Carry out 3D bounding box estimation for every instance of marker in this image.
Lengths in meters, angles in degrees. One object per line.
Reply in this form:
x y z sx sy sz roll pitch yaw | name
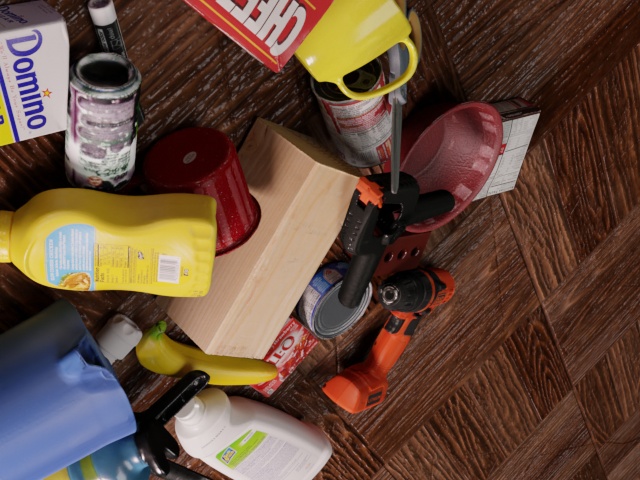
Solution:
-0.159 -0.137 0.838 0.020 0.020 0.121 -33 142 -22 | marker

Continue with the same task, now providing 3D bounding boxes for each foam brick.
0.074 0.002 1.187 0.078 0.051 0.053 -10 130 -42 | foam brick

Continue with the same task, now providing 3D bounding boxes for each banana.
-0.124 0.122 1.076 0.197 0.070 0.037 28 60 -53 | banana

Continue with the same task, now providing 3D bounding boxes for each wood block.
-0.056 0.001 1.012 0.090 0.091 0.206 13 111 -53 | wood block

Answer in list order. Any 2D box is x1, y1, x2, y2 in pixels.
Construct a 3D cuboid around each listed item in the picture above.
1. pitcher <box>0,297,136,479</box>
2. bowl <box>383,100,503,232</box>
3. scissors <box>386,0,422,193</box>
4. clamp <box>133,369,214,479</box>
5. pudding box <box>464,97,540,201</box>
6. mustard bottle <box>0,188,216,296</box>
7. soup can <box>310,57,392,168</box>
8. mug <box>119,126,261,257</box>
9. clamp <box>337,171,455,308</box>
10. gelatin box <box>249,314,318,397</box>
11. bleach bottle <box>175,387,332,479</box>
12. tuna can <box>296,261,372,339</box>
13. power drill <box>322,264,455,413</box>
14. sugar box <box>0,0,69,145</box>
-0.288 0.163 0.895 0.242 0.145 0.149 -29 128 -21 | pitcher
0.121 -0.090 1.150 0.161 0.055 0.162 -28 139 -27 | bowl
0.078 -0.142 1.001 0.096 0.016 0.202 0 87 -67 | scissors
-0.174 0.208 1.040 0.171 0.120 0.039 -25 145 13 | clamp
0.200 -0.104 1.237 0.089 0.039 0.114 -17 135 -38 | pudding box
-0.181 0.001 0.853 0.191 0.058 0.096 3 139 -9 | mustard bottle
0.036 -0.124 1.016 0.068 0.069 0.102 -41 144 -12 | soup can
-0.117 -0.042 0.924 0.117 0.093 0.081 -9 134 6 | mug
0.071 -0.022 1.050 0.164 0.036 0.210 -44 160 -11 | clamp
-0.052 0.124 1.181 0.089 0.030 0.073 -47 144 -4 | gelatin box
-0.083 0.220 1.210 0.102 0.068 0.250 -48 142 -3 | bleach bottle
0.015 0.066 1.198 0.086 0.034 0.086 -28 139 -27 | tuna can
0.079 0.113 1.262 0.188 0.057 0.184 -57 159 15 | power drill
-0.260 -0.104 0.736 0.175 0.048 0.093 -19 134 -34 | sugar box
